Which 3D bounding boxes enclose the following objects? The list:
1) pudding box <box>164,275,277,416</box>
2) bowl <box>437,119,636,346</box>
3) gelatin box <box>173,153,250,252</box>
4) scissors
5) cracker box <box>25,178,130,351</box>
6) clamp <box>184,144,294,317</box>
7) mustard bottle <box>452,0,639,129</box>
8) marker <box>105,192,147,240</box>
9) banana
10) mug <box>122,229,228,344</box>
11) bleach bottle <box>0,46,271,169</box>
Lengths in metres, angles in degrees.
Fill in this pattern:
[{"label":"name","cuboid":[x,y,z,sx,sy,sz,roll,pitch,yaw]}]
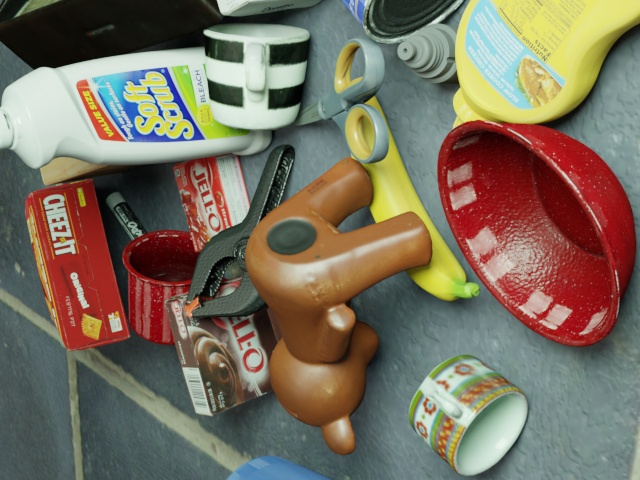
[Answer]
[{"label":"pudding box","cuboid":[-0.087,0.096,0.994,0.039,0.089,0.113,-5,101,54]},{"label":"bowl","cuboid":[0.146,-0.014,0.678,0.162,0.055,0.162,48,156,28]},{"label":"gelatin box","cuboid":[-0.100,-0.037,1.009,0.073,0.030,0.089,-10,96,51]},{"label":"scissors","cuboid":[0.014,-0.086,0.809,0.202,0.016,0.096,133,125,-69]},{"label":"cracker box","cuboid":[-0.265,0.024,1.141,0.214,0.072,0.164,-179,75,-74]},{"label":"clamp","cuboid":[-0.056,0.001,0.922,0.172,0.039,0.120,-33,64,19]},{"label":"mustard bottle","cuboid":[0.137,-0.130,0.667,0.096,0.058,0.192,51,137,17]},{"label":"marker","cuboid":[-0.193,-0.003,1.141,0.121,0.020,0.020,52,137,25]},{"label":"banana","cuboid":[0.064,-0.028,0.804,0.198,0.037,0.070,62,148,23]},{"label":"mug","cuboid":[-0.137,0.051,1.050,0.117,0.093,0.081,12,124,8]},{"label":"bleach bottle","cuboid":[-0.160,-0.101,0.881,0.068,0.250,0.102,1,104,50]}]
